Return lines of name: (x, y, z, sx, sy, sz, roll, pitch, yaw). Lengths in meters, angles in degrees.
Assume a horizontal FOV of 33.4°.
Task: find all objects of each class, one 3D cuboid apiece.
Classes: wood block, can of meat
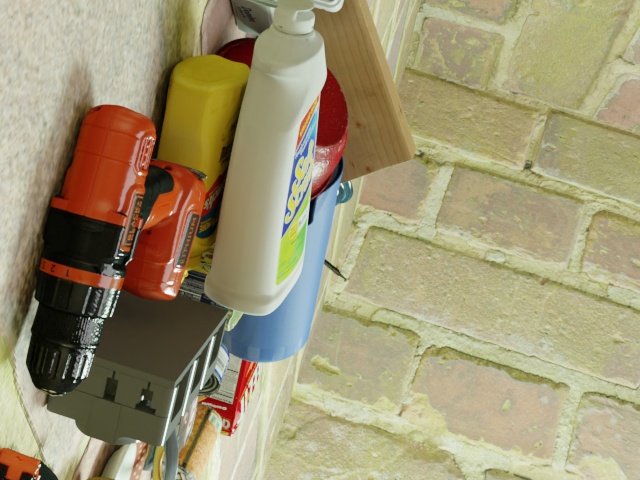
wood block: (0.032, -0.180, 1.194, 0.090, 0.090, 0.206, -56, 127, -75)
can of meat: (-0.108, 0.037, 0.988, 0.102, 0.084, 0.057, -61, 166, -69)

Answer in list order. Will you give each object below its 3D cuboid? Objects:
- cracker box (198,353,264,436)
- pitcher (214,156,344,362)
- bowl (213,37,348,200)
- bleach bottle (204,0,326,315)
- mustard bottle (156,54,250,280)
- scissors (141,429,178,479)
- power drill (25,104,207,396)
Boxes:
cracker box: (-0.104, 0.123, 1.385, 0.164, 0.072, 0.214, -66, 172, -51)
pitcher: (-0.057, 0.001, 1.109, 0.149, 0.145, 0.243, -56, 160, -48)
bowl: (-0.026, -0.117, 0.955, 0.055, 0.162, 0.162, -22, -144, 41)
bleach bottle: (-0.039, -0.068, 0.851, 0.102, 0.068, 0.251, -54, 158, -54)
mustard bottle: (-0.106, -0.050, 0.873, 0.096, 0.058, 0.192, -59, 165, -65)
scissors: (-0.145, 0.168, 1.056, 0.202, 0.016, 0.096, -64, -144, 32)
power drill: (-0.136, 0.007, 0.730, 0.187, 0.057, 0.184, 1, 105, -85)
